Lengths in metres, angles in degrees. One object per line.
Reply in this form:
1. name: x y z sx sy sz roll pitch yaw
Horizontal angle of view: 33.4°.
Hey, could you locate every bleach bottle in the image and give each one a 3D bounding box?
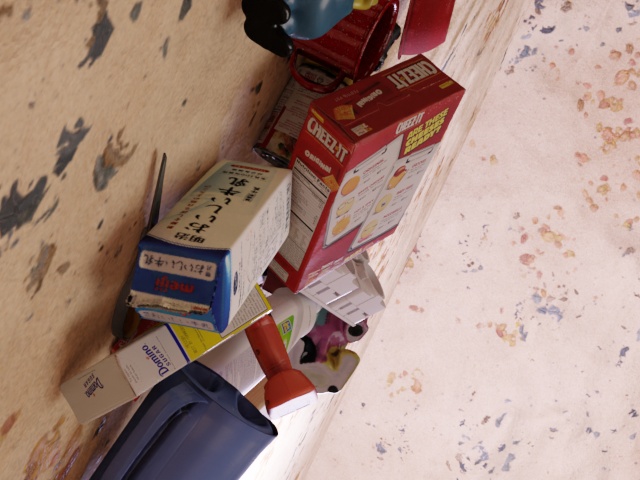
1. bleach bottle: -0.080 0.126 1.259 0.250 0.068 0.103 -31 139 -47

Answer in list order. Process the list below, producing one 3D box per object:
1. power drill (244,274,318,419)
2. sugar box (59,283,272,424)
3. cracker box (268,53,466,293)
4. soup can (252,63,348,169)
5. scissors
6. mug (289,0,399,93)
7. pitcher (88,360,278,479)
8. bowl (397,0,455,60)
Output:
1. power drill: -0.063 0.086 1.114 0.057 0.188 0.184 -22 163 -3
2. sugar box: -0.132 0.091 0.927 0.094 0.048 0.175 -30 178 42
3. cracker box: 0.035 -0.066 1.059 0.163 0.072 0.214 -30 154 -38
4. soup can: -0.016 -0.121 1.096 0.102 0.068 0.068 -62 170 -5
5. scissors: -0.141 -0.002 0.927 0.202 0.016 0.096 -68 171 28
6. mug: 0.013 -0.194 1.015 0.117 0.081 0.093 -62 170 -9
7. pitcher: -0.168 0.242 1.069 0.243 0.149 0.145 -53 -157 1
8. bowl: 0.145 -0.306 1.377 0.162 0.055 0.162 16 89 -86
